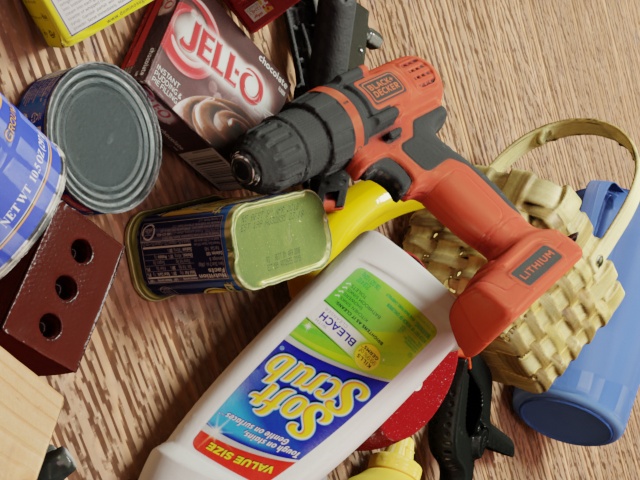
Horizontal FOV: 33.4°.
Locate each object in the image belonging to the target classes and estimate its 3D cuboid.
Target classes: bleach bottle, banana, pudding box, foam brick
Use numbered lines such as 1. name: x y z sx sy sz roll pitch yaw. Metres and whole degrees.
1. bleach bottle: -0.020 0.113 0.654 0.102 0.068 0.250 41 72 5
2. banana: 0.031 -0.012 0.792 0.197 0.070 0.037 -33 127 -36
3. pudding box: -0.074 -0.098 0.684 0.113 0.039 0.090 46 50 -41
4. foam brick: -0.149 0.026 0.559 0.053 0.051 0.078 42 54 -42

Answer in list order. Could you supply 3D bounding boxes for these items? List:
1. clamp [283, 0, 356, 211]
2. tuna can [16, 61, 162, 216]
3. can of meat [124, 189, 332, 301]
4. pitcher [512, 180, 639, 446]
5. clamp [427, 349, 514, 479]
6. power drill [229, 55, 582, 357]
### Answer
1. clamp: 0.003 -0.104 0.741 0.039 0.120 0.171 -8 95 -10
2. tuna can: -0.132 -0.056 0.606 0.086 0.034 0.086 9 79 -53
3. can of meat: -0.054 0.001 0.662 0.101 0.084 0.057 -18 100 -53
4. pitcher: 0.269 0.069 1.055 0.149 0.145 0.242 30 61 -11
5. clamp: 0.125 0.162 0.896 0.164 0.036 0.210 -47 138 -48
6. power drill: 0.056 -0.023 0.646 0.188 0.057 0.184 50 47 10
